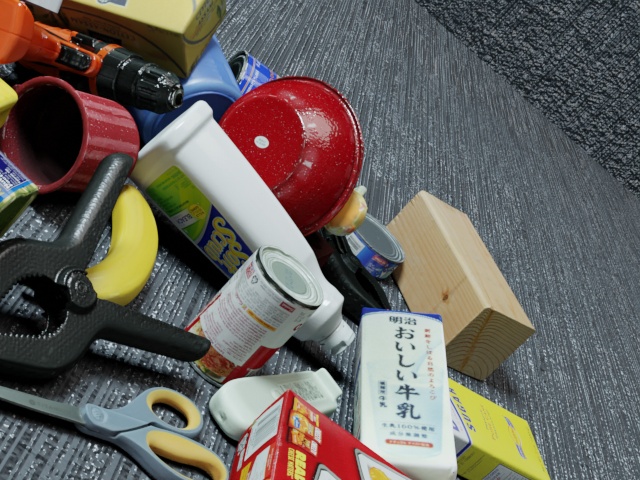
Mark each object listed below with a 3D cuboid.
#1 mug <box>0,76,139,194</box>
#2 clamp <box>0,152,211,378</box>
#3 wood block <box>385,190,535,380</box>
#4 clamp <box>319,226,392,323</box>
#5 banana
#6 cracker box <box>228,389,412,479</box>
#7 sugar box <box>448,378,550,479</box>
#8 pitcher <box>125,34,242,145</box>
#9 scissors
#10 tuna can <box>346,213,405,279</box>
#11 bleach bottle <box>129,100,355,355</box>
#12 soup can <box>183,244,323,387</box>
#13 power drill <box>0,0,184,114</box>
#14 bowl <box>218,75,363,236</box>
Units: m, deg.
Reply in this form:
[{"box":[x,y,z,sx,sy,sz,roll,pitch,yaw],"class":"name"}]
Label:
[{"box":[-0.211,-0.088,0.875,0.117,0.093,0.081,40,14,22],"class":"mug"},{"box":[-0.173,0.026,0.725,0.209,0.036,0.164,-15,84,-51],"class":"clamp"},{"box":[0.152,0.049,1.248,0.090,0.091,0.206,26,28,-36],"class":"wood block"},{"box":[0.025,0.026,1.139,0.171,0.039,0.120,53,27,8],"class":"clamp"},{"box":[-0.161,0.010,0.834,0.069,0.037,0.197,50,21,-10],"class":"banana"},{"box":[0.030,0.225,0.731,0.213,0.072,0.164,39,23,-14],"class":"cracker box"},{"box":[0.140,0.184,1.035,0.176,0.048,0.093,33,24,-28],"class":"sugar box"},{"box":[-0.178,-0.202,1.102,0.243,0.149,0.145,62,-4,32],"class":"pitcher"},{"box":[-0.145,0.110,0.713,0.201,0.016,0.096,34,22,-23],"class":"scissors"},{"box":[0.055,0.005,1.238,0.086,0.034,0.086,36,22,-18],"class":"tuna can"},{"box":[-0.056,0.001,0.937,0.250,0.103,0.068,48,53,-11],"class":"bleach bottle"},{"box":[-0.054,0.061,0.845,0.068,0.102,0.068,36,22,-18],"class":"soup can"},{"box":[-0.229,-0.161,0.915,0.185,0.057,0.187,20,2,24],"class":"power drill"},{"box":[-0.044,-0.082,0.983,0.162,0.162,0.055,53,13,24],"class":"bowl"}]
